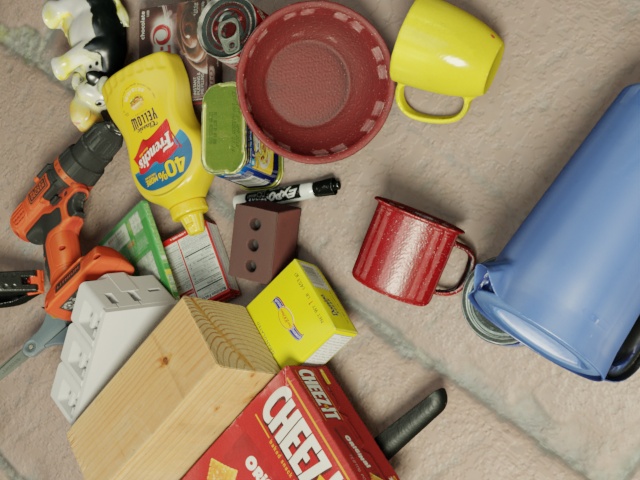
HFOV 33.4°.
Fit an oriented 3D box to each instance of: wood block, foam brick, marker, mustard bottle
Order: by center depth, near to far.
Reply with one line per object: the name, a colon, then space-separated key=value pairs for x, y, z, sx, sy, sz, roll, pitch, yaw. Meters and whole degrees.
wood block: x=-0.148 y=0.161 z=1.052 sx=0.206 sy=0.090 sz=0.091 roll=-48 pitch=54 yaw=22
foam brick: x=-0.057 y=0.001 z=1.097 sx=0.053 sy=0.051 sz=0.078 roll=12 pitch=104 yaw=26
marker: x=-0.035 y=-0.048 z=1.121 sx=0.121 sy=0.020 sz=0.020 roll=-9 pitch=79 yaw=23
mustard bottle: x=-0.162 y=-0.096 z=1.135 sx=0.096 sy=0.058 sz=0.191 roll=-24 pitch=82 yaw=25

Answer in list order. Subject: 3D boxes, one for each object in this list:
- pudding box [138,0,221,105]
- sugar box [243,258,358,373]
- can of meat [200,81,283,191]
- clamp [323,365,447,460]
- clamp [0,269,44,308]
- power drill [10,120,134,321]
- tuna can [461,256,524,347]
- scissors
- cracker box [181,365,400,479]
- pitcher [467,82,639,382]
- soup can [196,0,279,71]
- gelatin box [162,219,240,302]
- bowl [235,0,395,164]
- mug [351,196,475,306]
pudding box: x=-0.156 y=-0.206 z=1.188 sx=0.090 sy=0.039 sz=0.113 roll=-3 pitch=82 yaw=24
sugar box: x=-0.052 y=0.110 z=1.072 sx=0.176 sy=0.048 sz=0.093 roll=-44 pitch=56 yaw=19
can of meat: x=-0.082 y=-0.109 z=1.116 sx=0.058 sy=0.083 sz=0.102 roll=-4 pitch=81 yaw=24
clamp: x=0.037 y=0.216 z=1.039 sx=0.165 sy=0.036 sz=0.210 roll=7 pitch=86 yaw=34
clamp: x=-0.403 y=0.062 z=1.222 sx=0.172 sy=0.120 sz=0.039 roll=-18 pitch=77 yaw=17
power drill: x=-0.262 y=-0.020 z=1.172 sx=0.185 sy=0.057 sz=0.188 roll=-45 pitch=48 yaw=23
tuna can: x=0.176 y=0.057 z=1.003 sx=0.086 sy=0.033 sz=0.086 roll=-4 pitch=81 yaw=24
scissors: x=-0.302 y=0.125 z=1.190 sx=0.096 sy=0.016 sz=0.201 roll=33 pitch=79 yaw=15
cracker box: x=-0.039 y=0.249 z=1.022 sx=0.214 sy=0.071 sz=0.164 roll=-49 pitch=57 yaw=23
pitcher: x=0.252 y=-0.004 z=0.919 sx=0.145 sy=0.149 sz=0.243 roll=32 pitch=83 yaw=23
soup can: x=-0.075 y=-0.209 z=1.116 sx=0.069 sy=0.102 sz=0.068 roll=-4 pitch=81 yaw=24
gelatin box: x=-0.134 y=0.033 z=1.149 sx=0.073 sy=0.030 sz=0.089 roll=-27 pitch=72 yaw=17
bowl: x=-0.008 y=-0.159 z=1.082 sx=0.162 sy=0.055 sz=0.162 roll=-1 pitch=98 yaw=-10
mug: x=0.092 y=0.016 z=1.026 sx=0.117 sy=0.093 sz=0.081 roll=20 pitch=97 yaw=-11
